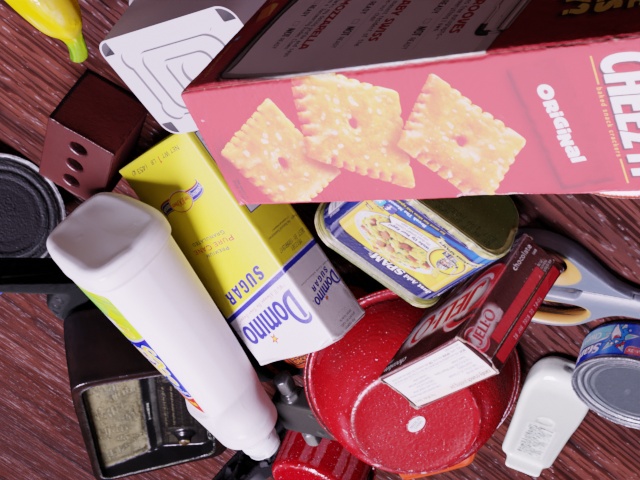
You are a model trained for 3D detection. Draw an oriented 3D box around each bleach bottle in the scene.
[{"bbox_3d":[-0.093,0.079,0.775,0.103,0.068,0.250,23,152,49],"label":"bleach bottle"}]

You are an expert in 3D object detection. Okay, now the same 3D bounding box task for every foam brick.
[{"bbox_3d":[-0.161,-0.070,0.752,0.053,0.051,0.078,29,147,-3],"label":"foam brick"}]

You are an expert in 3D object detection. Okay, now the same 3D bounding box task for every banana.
[{"bbox_3d":[-0.205,-0.174,0.600,0.197,0.037,0.070,41,145,-14],"label":"banana"}]

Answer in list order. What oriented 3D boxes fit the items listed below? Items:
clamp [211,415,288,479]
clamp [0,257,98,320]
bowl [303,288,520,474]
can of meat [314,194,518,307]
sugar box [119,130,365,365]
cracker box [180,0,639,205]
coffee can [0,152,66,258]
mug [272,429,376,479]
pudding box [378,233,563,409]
[{"bbox_3d":[-0.064,0.198,0.983,0.039,0.120,0.171,30,178,21],"label":"clamp"},{"bbox_3d":[-0.186,0.028,0.850,0.036,0.164,0.210,63,160,16],"label":"clamp"},{"bbox_3d":[0.067,0.115,0.772,0.162,0.055,0.162,1,118,2],"label":"bowl"},{"bbox_3d":[0.061,-0.014,0.668,0.102,0.057,0.084,35,145,-11],"label":"can of meat"},{"bbox_3d":[-0.055,0.001,0.739,0.094,0.048,0.176,-23,103,50],"label":"sugar box"},{"bbox_3d":[0.073,-0.089,0.450,0.214,0.164,0.072,0,130,35],"label":"cracker box"},{"bbox_3d":[-0.286,-0.002,0.888,0.102,0.102,0.141,40,145,-19],"label":"coffee can"},{"bbox_3d":[0.013,0.198,0.971,0.093,0.081,0.117,-3,137,38],"label":"mug"},{"bbox_3d":[0.094,0.054,0.678,0.039,0.090,0.114,41,150,-2],"label":"pudding box"}]
